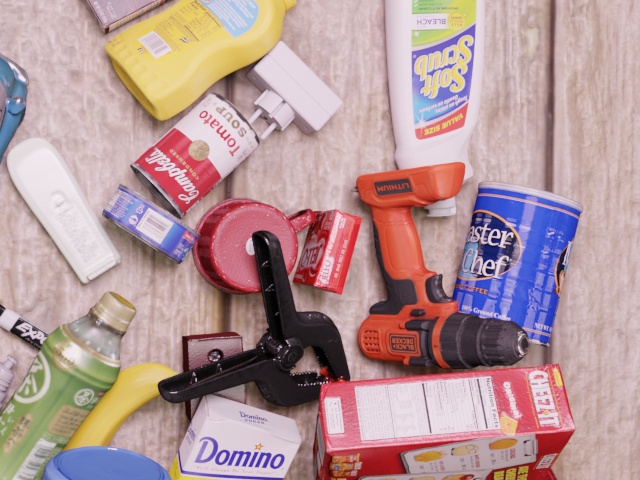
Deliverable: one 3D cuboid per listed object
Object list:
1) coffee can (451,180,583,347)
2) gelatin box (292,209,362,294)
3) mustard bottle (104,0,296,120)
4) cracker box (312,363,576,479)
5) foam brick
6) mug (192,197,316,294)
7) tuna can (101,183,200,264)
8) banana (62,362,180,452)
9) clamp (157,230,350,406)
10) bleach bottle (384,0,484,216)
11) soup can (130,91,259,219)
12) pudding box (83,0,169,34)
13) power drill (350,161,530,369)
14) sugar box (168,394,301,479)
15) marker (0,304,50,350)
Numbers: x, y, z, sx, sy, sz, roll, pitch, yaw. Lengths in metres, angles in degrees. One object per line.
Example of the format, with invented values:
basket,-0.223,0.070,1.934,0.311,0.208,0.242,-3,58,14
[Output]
coffee can,0.187,0.023,1.031,0.102,0.103,0.140,15,87,-13
gelatin box,0.005,0.010,0.994,0.030,0.089,0.073,17,87,-13
mustard bottle,-0.094,-0.193,0.972,0.191,0.058,0.096,-35,56,-12
cracker box,0.102,0.178,0.964,0.213,0.164,0.072,-4,60,-5
foam brick,-0.099,0.126,0.990,0.053,0.051,0.078,-4,92,-13
mug,-0.056,0.001,0.983,0.117,0.082,0.093,-24,96,-12
tuna can,-0.152,-0.014,0.958,0.086,0.086,0.034,34,84,-12
banana,-0.194,0.177,0.962,0.198,0.037,0.070,-49,59,6
clamp,-0.045,0.103,0.954,0.164,0.036,0.209,-52,138,-7
bleach bottle,0.117,-0.150,1.034,0.102,0.068,0.251,-5,94,-11
soup can,-0.113,-0.078,0.976,0.102,0.069,0.068,-44,100,-10
pudding box,-0.187,-0.258,0.970,0.090,0.039,0.113,-31,98,-12
power drill,0.102,0.025,0.974,0.057,0.185,0.188,-9,94,-46
sugar box,-0.095,0.232,0.967,0.093,0.048,0.176,20,108,-18
marker,-0.261,0.085,0.967,0.121,0.020,0.020,34,83,-12
